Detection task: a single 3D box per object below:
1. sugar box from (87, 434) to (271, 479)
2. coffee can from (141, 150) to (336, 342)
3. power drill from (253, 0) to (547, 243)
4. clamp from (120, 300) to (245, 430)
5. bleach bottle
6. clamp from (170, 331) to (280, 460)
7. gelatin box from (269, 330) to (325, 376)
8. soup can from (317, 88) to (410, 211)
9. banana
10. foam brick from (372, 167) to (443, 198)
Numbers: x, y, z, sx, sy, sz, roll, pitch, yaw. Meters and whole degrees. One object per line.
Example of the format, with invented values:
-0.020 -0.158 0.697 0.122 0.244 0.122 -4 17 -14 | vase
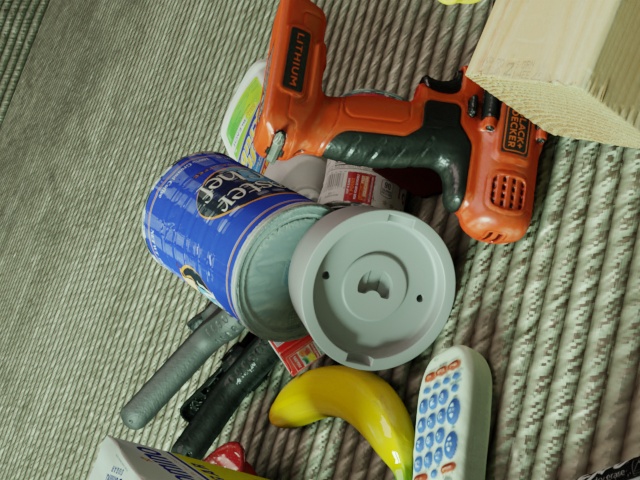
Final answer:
-0.050 0.173 0.665 0.093 0.176 0.048 19 85 64 | sugar box
-0.055 0.001 0.789 0.140 0.102 0.103 29 95 48 | coffee can
0.058 -0.102 0.688 0.057 0.187 0.184 118 162 -70 | power drill
-0.083 0.065 0.938 0.210 0.036 0.164 -44 9 24 | clamp
-0.030 -0.079 0.945 0.103 0.068 0.251 -60 23 16 | bleach bottle
-0.065 0.110 0.867 0.172 0.039 0.120 -51 14 14 | clamp
-0.013 0.052 0.815 0.073 0.030 0.089 -34 37 -7 | gelatin box
0.036 -0.056 0.821 0.069 0.068 0.102 -24 48 53 | soup can
0.014 0.121 0.747 0.198 0.037 0.069 14 80 63 | banana
0.083 -0.069 0.763 0.078 0.051 0.053 -14 55 58 | foam brick
